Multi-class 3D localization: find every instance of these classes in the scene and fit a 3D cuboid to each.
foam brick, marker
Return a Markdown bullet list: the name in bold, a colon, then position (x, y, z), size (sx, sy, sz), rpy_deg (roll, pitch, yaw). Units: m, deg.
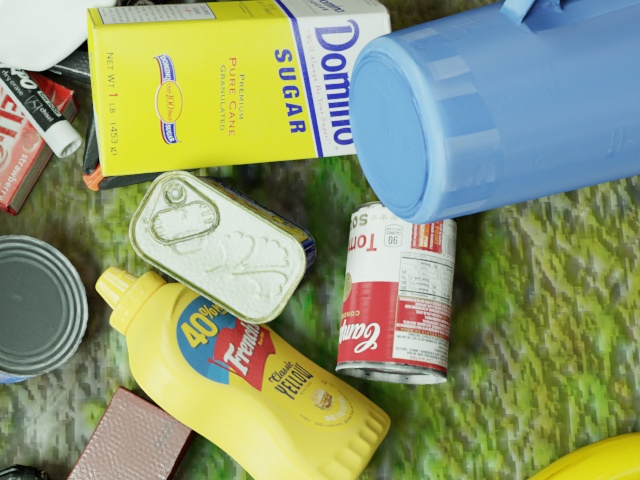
- **foam brick**: position (-0.114, 0.133, 0.635), size (0.053, 0.051, 0.078), rpy_deg (28, 78, 2)
- **marker**: position (-0.193, -0.102, 0.669), size (0.020, 0.020, 0.121), rpy_deg (-39, 81, -10)

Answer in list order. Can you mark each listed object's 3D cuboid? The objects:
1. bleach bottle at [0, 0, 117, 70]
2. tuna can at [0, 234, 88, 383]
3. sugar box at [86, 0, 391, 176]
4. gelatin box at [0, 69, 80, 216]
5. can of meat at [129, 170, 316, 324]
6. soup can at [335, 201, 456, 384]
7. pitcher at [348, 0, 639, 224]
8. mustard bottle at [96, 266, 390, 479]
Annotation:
- **bleach bottle**: position (-0.179, -0.237, 0.678), size (0.068, 0.103, 0.251), rpy_deg (17, 55, -39)
- **tuna can**: position (-0.186, 0.042, 0.640), size (0.086, 0.034, 0.086), rpy_deg (15, 66, -36)
- **sugar box**: position (-0.047, -0.094, 0.638), size (0.176, 0.048, 0.093), rpy_deg (-6, 120, -13)
- **gelatin box**: position (-0.209, -0.072, 0.687), size (0.073, 0.030, 0.089), rpy_deg (27, 78, 3)
- **can of meat**: position (-0.054, 0.001, 0.645), size (0.102, 0.084, 0.057), rpy_deg (31, 97, 4)
- **soup can**: position (0.048, 0.033, 0.657), size (0.068, 0.068, 0.102), rpy_deg (6, 77, -2)
- **pitcher**: position (0.144, -0.098, 0.625), size (0.242, 0.145, 0.149), rpy_deg (-16, 88, -20)
- **mustard bottle**: position (-0.054, 0.079, 0.632), size (0.191, 0.096, 0.058), rpy_deg (36, 120, 6)
